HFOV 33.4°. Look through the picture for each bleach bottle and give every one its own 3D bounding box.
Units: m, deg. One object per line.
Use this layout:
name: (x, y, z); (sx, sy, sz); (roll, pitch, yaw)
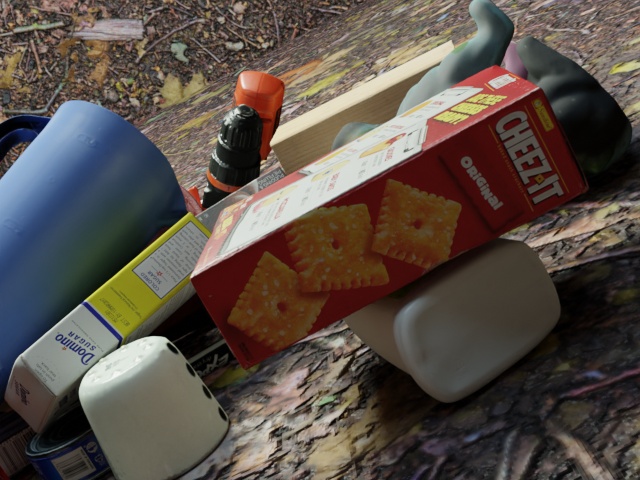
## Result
bleach bottle: (0.050, 0.035, 0.706); (0.102, 0.068, 0.251); (-32, 14, -15)

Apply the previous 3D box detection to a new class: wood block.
wood block: (0.063, -0.116, 1.104); (0.206, 0.091, 0.090); (-26, 15, 12)

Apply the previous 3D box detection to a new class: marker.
marker: (-0.087, 0.094, 0.833); (0.121, 0.020, 0.020); (-31, 16, -7)

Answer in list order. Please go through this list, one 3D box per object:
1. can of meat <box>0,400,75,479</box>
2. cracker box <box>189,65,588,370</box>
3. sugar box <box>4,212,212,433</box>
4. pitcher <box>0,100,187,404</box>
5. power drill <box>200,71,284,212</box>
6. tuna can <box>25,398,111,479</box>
can of meat: (-0.243, 0.149, 0.859); (0.083, 0.057, 0.102); (-31, 16, -20)
cracker box: (0.037, -0.021, 0.644); (0.214, 0.072, 0.164); (-27, 12, 7)
sugar box: (-0.154, 0.060, 0.798); (0.176, 0.048, 0.093); (-41, -6, -34)
pitcher: (-0.237, 0.008, 0.856); (0.149, 0.145, 0.242); (-1, 46, 50)
power drill: (-0.081, -0.099, 1.117); (0.057, 0.185, 0.187); (16, 40, -2)
tuna can: (-0.173, 0.146, 0.789); (0.086, 0.033, 0.086); (-26, 16, 8)
